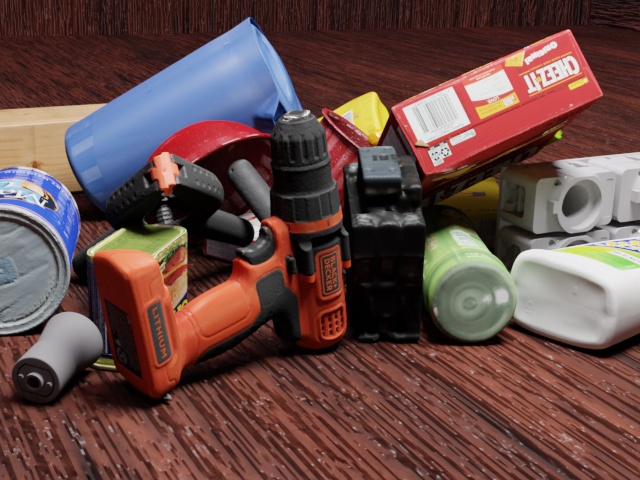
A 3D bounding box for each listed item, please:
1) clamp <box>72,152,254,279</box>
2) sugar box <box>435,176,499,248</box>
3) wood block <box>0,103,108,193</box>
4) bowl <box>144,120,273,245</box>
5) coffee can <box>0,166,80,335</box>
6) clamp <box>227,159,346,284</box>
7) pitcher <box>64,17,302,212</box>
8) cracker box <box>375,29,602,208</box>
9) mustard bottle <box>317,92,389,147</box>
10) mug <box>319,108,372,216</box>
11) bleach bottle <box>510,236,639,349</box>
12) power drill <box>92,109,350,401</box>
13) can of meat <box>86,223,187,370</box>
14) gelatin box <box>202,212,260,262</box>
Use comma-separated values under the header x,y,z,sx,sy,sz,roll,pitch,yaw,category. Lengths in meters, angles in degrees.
x,y,z,sx,sy,sz,roll,pitch,yaw,category
-0.138,-0.016,0.879,0.164,0.036,0.210,-15,-16,-6,clamp
0.137,-0.053,1.129,0.093,0.048,0.176,-1,33,-6,sugar box
-0.298,-0.109,1.263,0.205,0.091,0.090,-8,19,-29,wood block
-0.114,-0.062,1.007,0.161,0.162,0.055,-16,62,-46,bowl
-0.252,0.004,0.870,0.102,0.103,0.140,-1,17,-9,coffee can
-0.013,0.003,0.942,0.120,0.039,0.171,17,34,-39,clamp
-0.146,-0.131,1.143,0.243,0.145,0.149,-26,-3,8,pitcher
0.139,-0.096,0.958,0.164,0.072,0.214,-25,-7,-5,cracker box
-0.012,-0.093,1.209,0.192,0.058,0.096,-23,44,18,mustard bottle
0.010,-0.083,1.115,0.093,0.081,0.117,28,18,-36,mug
0.273,0.029,0.908,0.250,0.068,0.103,-12,22,-44,bleach bottle
-0.061,0.015,0.746,0.187,0.184,0.057,-21,26,-31,power drill
-0.135,0.039,0.796,0.057,0.084,0.102,5,17,12,can of meat
-0.057,0.001,1.025,0.089,0.030,0.073,12,21,30,gelatin box
